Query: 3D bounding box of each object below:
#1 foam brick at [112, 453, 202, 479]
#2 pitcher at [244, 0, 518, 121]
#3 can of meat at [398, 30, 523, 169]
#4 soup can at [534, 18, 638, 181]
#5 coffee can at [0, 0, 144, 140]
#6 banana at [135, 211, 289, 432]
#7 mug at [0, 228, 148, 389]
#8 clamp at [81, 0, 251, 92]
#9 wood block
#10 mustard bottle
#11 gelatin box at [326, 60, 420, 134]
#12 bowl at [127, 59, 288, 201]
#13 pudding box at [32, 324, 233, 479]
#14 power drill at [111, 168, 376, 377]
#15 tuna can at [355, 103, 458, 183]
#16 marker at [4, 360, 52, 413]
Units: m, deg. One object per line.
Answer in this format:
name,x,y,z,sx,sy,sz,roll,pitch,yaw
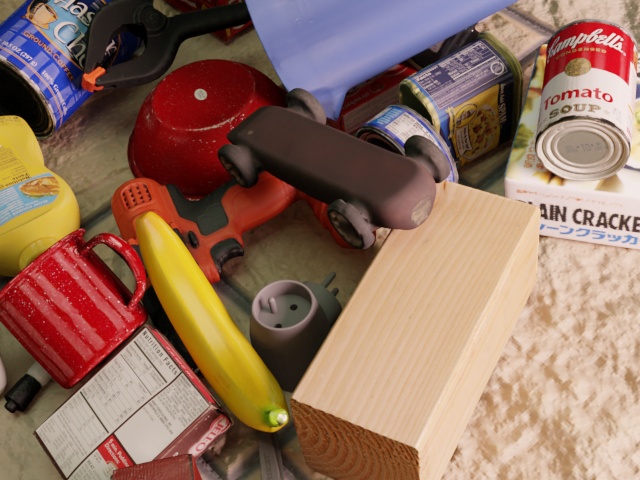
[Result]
foam brick,-0.096,0.179,0.670,0.051,0.078,0.053,-10,49,-1
pitcher,0.061,-0.221,0.858,0.243,0.149,0.145,-23,41,12
can of meat,0.112,-0.105,0.860,0.084,0.102,0.057,-30,57,-13
soup can,0.194,-0.102,0.776,0.068,0.068,0.102,5,54,14
coffee can,-0.241,-0.176,0.981,0.103,0.103,0.140,21,57,25
banana,-0.070,0.062,0.725,0.037,0.070,0.198,-23,55,-26
mug,-0.170,0.044,0.762,0.117,0.081,0.093,-42,2,20
clamp,-0.140,-0.190,0.949,0.120,0.039,0.171,33,76,0
wood block,0.070,0.066,0.730,0.091,0.090,0.205,17,54,23
mustard bottle,-0.253,-0.025,0.883,0.096,0.058,0.192,-28,51,-17
gelatin box,0.034,-0.140,0.950,0.089,0.030,0.073,-31,52,-16
bowl,-0.096,-0.108,0.929,0.162,0.055,0.162,-5,49,6
pudding box,-0.128,0.127,0.727,0.113,0.039,0.090,-42,54,-4
power drill,-0.055,0.001,0.827,0.187,0.057,0.184,-21,57,-10
tuna can,0.067,-0.063,0.842,0.033,0.086,0.086,-37,54,-19
marker,-0.196,0.082,0.809,0.020,0.020,0.121,22,57,25
